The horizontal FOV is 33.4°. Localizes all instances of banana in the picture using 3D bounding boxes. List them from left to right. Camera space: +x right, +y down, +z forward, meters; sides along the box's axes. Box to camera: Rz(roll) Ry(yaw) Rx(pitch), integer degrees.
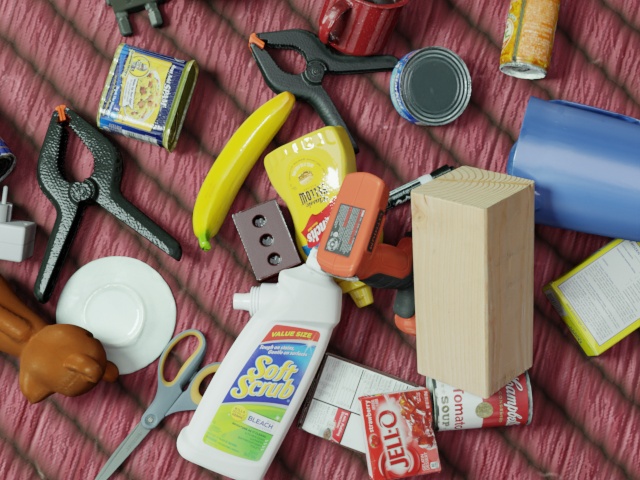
[{"bbox_3d":[-0.089,-0.075,1.154,0.037,0.070,0.197,36,75,-39],"label":"banana"}]

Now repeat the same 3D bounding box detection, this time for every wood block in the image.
[{"bbox_3d":[0.156,0.041,1.079,0.090,0.091,0.206,-26,121,-40],"label":"wood block"}]

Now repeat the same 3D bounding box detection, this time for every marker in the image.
[{"bbox_3d":[0.094,-0.053,1.178,0.121,0.020,0.020,-26,86,-4],"label":"marker"}]

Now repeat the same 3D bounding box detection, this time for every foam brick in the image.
[{"bbox_3d":[-0.058,0.001,1.153,0.053,0.051,0.078,-22,86,-3],"label":"foam brick"}]

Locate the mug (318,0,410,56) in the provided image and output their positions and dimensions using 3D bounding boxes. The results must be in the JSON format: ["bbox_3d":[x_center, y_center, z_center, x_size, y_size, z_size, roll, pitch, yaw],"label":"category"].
[{"bbox_3d":[0.039,-0.247,1.143,0.093,0.082,0.117,38,53,11],"label":"mug"}]

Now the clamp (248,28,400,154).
[{"bbox_3d":[-0.005,-0.172,1.176,0.171,0.039,0.120,19,80,-3],"label":"clamp"}]

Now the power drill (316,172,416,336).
[{"bbox_3d":[0.088,-0.005,1.102,0.057,0.187,0.184,13,81,44],"label":"power drill"}]

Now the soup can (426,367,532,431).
[{"bbox_3d":[0.168,0.166,1.136,0.102,0.068,0.068,-4,85,-1],"label":"soup can"}]

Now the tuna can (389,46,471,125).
[{"bbox_3d":[0.119,-0.168,1.169,0.086,0.034,0.086,-1,95,-19],"label":"tuna can"}]

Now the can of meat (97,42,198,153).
[{"bbox_3d":[-0.188,-0.156,1.161,0.084,0.057,0.102,16,84,2],"label":"can of meat"}]

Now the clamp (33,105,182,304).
[{"bbox_3d":[-0.242,-0.048,1.154,0.164,0.036,0.210,-11,81,1],"label":"clamp"}]

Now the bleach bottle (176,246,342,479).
[{"bbox_3d":[-0.054,0.121,1.105,0.102,0.068,0.251,23,99,-9],"label":"bleach bottle"}]

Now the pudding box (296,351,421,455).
[{"bbox_3d":[0.041,0.179,1.146,0.113,0.039,0.090,21,84,-2],"label":"pudding box"}]

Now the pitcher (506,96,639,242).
[{"bbox_3d":[0.318,-0.069,1.113,0.243,0.145,0.149,14,89,11],"label":"pitcher"}]

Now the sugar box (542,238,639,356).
[{"bbox_3d":[0.341,0.040,1.163,0.176,0.048,0.093,-33,85,-7],"label":"sugar box"}]

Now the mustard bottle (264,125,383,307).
[{"bbox_3d":[0.014,-0.020,1.146,0.096,0.058,0.191,-23,87,24],"label":"mustard bottle"}]

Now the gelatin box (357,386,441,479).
[{"bbox_3d":[0.082,0.202,1.112,0.073,0.030,0.089,-8,87,-5],"label":"gelatin box"}]

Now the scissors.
[{"bbox_3d":[-0.162,0.195,1.151,0.096,0.016,0.202,25,85,1],"label":"scissors"}]
